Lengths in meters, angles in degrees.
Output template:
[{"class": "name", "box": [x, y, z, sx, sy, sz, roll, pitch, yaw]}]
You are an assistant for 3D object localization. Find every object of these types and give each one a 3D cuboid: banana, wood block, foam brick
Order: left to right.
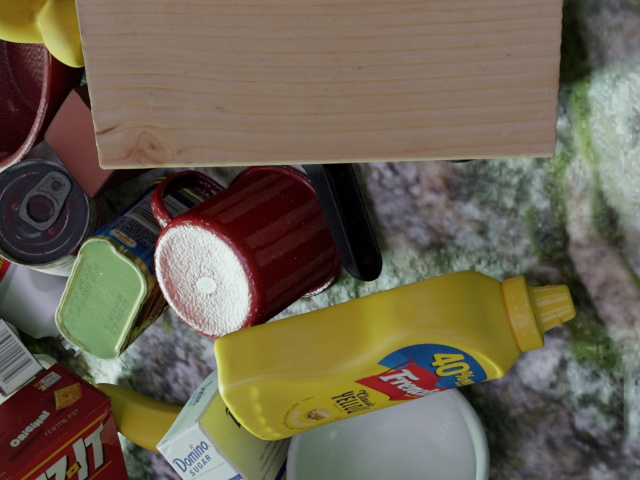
[{"class": "foam brick", "box": [-0.122, -0.071, 0.667, 0.053, 0.078, 0.051, 51, 133, 4]}, {"class": "banana", "box": [-0.095, 0.125, 0.776, 0.198, 0.037, 0.069, -16, 80, 38]}, {"class": "wood block", "box": [0.002, -0.092, 0.499, 0.206, 0.090, 0.091, -1, 115, 5]}]

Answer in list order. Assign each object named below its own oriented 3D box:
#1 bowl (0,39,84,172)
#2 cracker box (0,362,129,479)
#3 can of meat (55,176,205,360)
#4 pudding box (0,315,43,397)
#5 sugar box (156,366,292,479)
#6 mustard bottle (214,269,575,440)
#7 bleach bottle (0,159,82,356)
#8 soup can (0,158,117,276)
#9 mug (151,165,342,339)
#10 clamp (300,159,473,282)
[{"class": "bowl", "box": [-0.205, -0.126, 0.703, 0.162, 0.055, 0.162, 10, 106, 40]}, {"class": "cracker box", "box": [-0.218, 0.226, 0.801, 0.072, 0.164, 0.214, 24, 135, 30]}, {"class": "can of meat", "box": [-0.122, 0.020, 0.703, 0.057, 0.083, 0.102, 34, 128, 6]}, {"class": "pudding box", "box": [-0.258, 0.063, 0.785, 0.113, 0.039, 0.090, 55, 158, -8]}, {"class": "sugar box", "box": [-0.019, 0.163, 0.676, 0.048, 0.093, 0.176, -36, 99, 28]}, {"class": "mustard bottle", "box": [0.045, 0.059, 0.591, 0.192, 0.096, 0.058, -17, 59, 13]}, {"class": "bleach bottle", "box": [-0.244, -0.025, 0.789, 0.103, 0.068, 0.251, -37, 92, 27]}, {"class": "soup can", "box": [-0.175, -0.012, 0.709, 0.068, 0.102, 0.068, 0, 84, 1]}, {"class": "mug", "box": [-0.054, 0.001, 0.650, 0.117, 0.081, 0.093, 44, 130, 11]}, {"class": "clamp", "box": [0.001, -0.059, 0.610, 0.171, 0.039, 0.120, 42, 125, 20]}]
